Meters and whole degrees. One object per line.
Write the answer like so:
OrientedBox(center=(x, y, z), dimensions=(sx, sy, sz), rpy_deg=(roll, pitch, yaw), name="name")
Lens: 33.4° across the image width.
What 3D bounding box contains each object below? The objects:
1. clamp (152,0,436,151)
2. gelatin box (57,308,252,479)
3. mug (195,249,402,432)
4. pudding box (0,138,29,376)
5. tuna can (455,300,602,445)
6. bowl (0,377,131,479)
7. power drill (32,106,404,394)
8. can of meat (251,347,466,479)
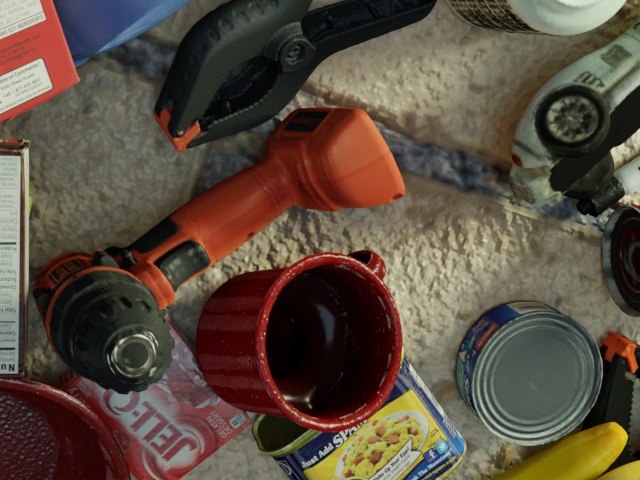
OrientedBox(center=(-0.021, -0.117, 0.558), dimensions=(0.171, 0.039, 0.120), rpy_deg=(-37, 140, -4), name="clamp")
OrientedBox(center=(-0.094, 0.092, 0.613), dimensions=(0.073, 0.030, 0.089), rpy_deg=(-37, 107, -3), name="gelatin box")
OrientedBox(center=(-0.009, 0.047, 0.590), dimensions=(0.093, 0.082, 0.117), rpy_deg=(50, 61, -20), name="mug")
OrientedBox(center=(-0.183, 0.008, 0.499), dimensions=(0.090, 0.039, 0.113), rpy_deg=(1, 103, -15), name="pudding box")
OrientedBox(center=(0.128, 0.081, 0.661), dimensions=(0.086, 0.034, 0.086), rpy_deg=(-3, 103, -13), name="tuna can")
OrientedBox(center=(-0.186, 0.133, 0.579), dimensions=(0.162, 0.055, 0.162), rpy_deg=(-7, 114, -16), name="bowl")
OrientedBox(center=(-0.053, 0.001, 0.533), dimensions=(0.187, 0.185, 0.057), rpy_deg=(-32, 108, -15), name="power drill")
OrientedBox(center=(0.025, 0.117, 0.633), dimensions=(0.102, 0.057, 0.084), rpy_deg=(-37, 110, -3), name="can of meat")
